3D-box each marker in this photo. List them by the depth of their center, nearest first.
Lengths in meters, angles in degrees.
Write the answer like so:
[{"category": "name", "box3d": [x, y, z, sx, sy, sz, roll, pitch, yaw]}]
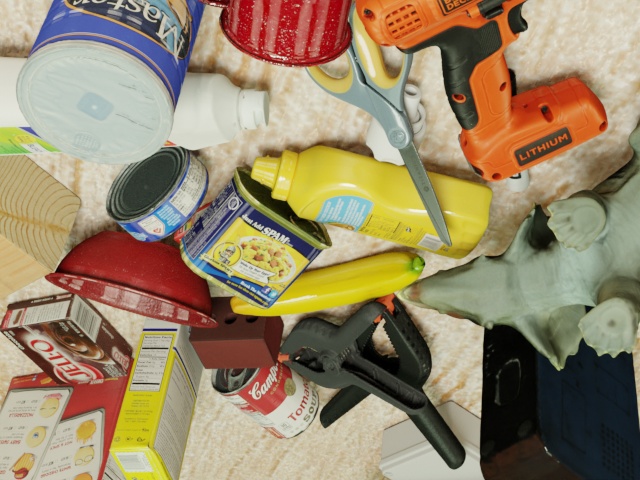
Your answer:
[{"category": "marker", "box3d": [0.149, -0.086, 0.834, 0.020, 0.020, 0.121, -4, 137, 14]}]

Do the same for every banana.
[{"category": "banana", "box3d": [0.015, 0.038, 0.975, 0.198, 0.037, 0.069, -16, 160, 25]}]

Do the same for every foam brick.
[{"category": "foam brick", "box3d": [-0.082, 0.091, 1.052, 0.078, 0.053, 0.051, -4, 138, 14]}]

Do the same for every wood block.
[{"category": "wood block", "box3d": [-0.328, 0.007, 0.969, 0.206, 0.090, 0.090, -24, 129, 32]}]

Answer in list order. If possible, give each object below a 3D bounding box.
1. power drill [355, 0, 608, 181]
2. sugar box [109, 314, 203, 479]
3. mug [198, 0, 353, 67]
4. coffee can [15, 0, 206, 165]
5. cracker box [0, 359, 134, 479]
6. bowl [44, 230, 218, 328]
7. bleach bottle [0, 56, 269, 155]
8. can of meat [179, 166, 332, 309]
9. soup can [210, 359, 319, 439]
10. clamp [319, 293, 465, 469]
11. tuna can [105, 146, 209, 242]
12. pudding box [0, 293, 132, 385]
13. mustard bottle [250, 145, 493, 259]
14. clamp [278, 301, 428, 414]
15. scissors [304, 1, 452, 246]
[{"category": "power drill", "box3d": [0.136, -0.140, 0.727, 0.184, 0.057, 0.187, -24, 131, 10]}, {"category": "sugar box", "box3d": [-0.154, 0.150, 1.038, 0.048, 0.176, 0.093, -3, 138, 9]}, {"category": "mug", "box3d": [-0.029, -0.176, 0.707, 0.117, 0.093, 0.082, 7, 135, -5]}, {"category": "coffee can", "box3d": [-0.138, -0.137, 0.731, 0.103, 0.140, 0.103, 5, 139, 4]}, {"category": "cracker box", "box3d": [-0.276, 0.239, 1.132, 0.164, 0.213, 0.072, -11, 136, 21]}, {"category": "bowl", "box3d": [-0.164, 0.032, 0.968, 0.162, 0.055, 0.162, 14, 167, 3]}, {"category": "bleach bottle", "box3d": [-0.166, -0.104, 0.821, 0.251, 0.068, 0.102, 0, 167, 7]}, {"category": "can of meat", "box3d": [-0.056, 0.001, 0.901, 0.102, 0.057, 0.084, 33, 108, -29]}, {"category": "soup can", "box3d": [-0.056, 0.154, 1.109, 0.069, 0.068, 0.102, -21, 132, 30]}, {"category": "clamp", "box3d": [0.076, 0.142, 1.069, 0.165, 0.036, 0.210, 18, 133, 18]}, {"category": "tuna can", "box3d": [-0.134, -0.041, 0.884, 0.086, 0.086, 0.033, -19, 134, 28]}, {"category": "pudding box", "box3d": [-0.262, 0.104, 1.107, 0.090, 0.039, 0.113, -11, 136, 22]}, {"category": "mustard bottle", "box3d": [0.037, -0.036, 0.877, 0.191, 0.058, 0.096, 14, 163, -5]}, {"category": "clamp", "box3d": [0.020, 0.102, 1.022, 0.172, 0.039, 0.120, 7, 120, 40]}, {"category": "scissors", "box3d": [0.041, -0.086, 0.801, 0.096, 0.016, 0.202, 1, 116, 27]}]
